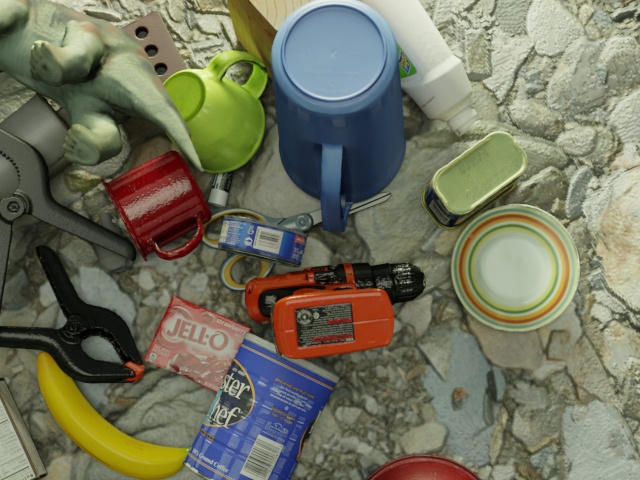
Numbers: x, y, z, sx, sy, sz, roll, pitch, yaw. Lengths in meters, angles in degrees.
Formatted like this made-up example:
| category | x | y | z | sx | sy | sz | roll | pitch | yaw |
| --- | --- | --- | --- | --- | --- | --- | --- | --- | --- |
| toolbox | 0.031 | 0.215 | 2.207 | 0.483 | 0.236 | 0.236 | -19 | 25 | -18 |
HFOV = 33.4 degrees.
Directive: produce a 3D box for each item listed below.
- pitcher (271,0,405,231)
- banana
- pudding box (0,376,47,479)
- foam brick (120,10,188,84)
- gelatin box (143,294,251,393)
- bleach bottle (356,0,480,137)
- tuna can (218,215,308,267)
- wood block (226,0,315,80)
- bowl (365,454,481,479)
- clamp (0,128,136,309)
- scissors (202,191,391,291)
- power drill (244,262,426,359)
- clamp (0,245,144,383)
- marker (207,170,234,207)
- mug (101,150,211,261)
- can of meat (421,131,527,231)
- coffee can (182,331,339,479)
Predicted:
| category | x | y | z | sx | sy | sz | roll | pitch | yaw |
| --- | --- | --- | --- | --- | --- | --- | --- | --- | --- |
| pitcher | 0.017 | -0.118 | 1.002 | 0.145 | 0.243 | 0.149 | -39 | 78 | -6 |
| banana | -0.213 | 0.187 | 1.070 | 0.198 | 0.037 | 0.069 | 30 | 59 | 2 |
| pudding box | -0.338 | 0.206 | 1.065 | 0.090 | 0.039 | 0.113 | -26 | 85 | -4 |
| foam brick | -0.173 | -0.189 | 1.110 | 0.053 | 0.051 | 0.078 | -28 | 83 | -4 |
| gelatin box | -0.124 | 0.105 | 1.081 | 0.089 | 0.030 | 0.073 | 24 | 83 | 3 |
| bleach bottle | 0.077 | -0.213 | 1.099 | 0.068 | 0.103 | 0.251 | -36 | 90 | -15 |
| tuna can | -0.057 | 0.001 | 1.050 | 0.086 | 0.086 | 0.034 | 13 | 86 | 2 |
| wood block | -0.032 | -0.229 | 1.037 | 0.091 | 0.206 | 0.090 | -40 | 84 | -4 |
| bowl | 0.104 | 0.292 | 1.043 | 0.162 | 0.055 | 0.162 | 0 | 83 | 0 |
| clamp | -0.302 | -0.022 | 1.031 | 0.164 | 0.036 | 0.210 | -37 | 100 | -13 |
| scissors | -0.025 | 0.002 | 1.102 | 0.201 | 0.016 | 0.096 | -3 | 84 | 0 |
| power drill | 0.020 | 0.060 | 1.010 | 0.184 | 0.187 | 0.057 | -9 | 96 | -3 |
| clamp | -0.258 | 0.096 | 1.068 | 0.171 | 0.039 | 0.120 | 39 | 70 | 8 |
| marker | -0.093 | -0.094 | 1.114 | 0.020 | 0.020 | 0.121 | 14 | 83 | 2 |
| mug | -0.157 | -0.030 | 1.065 | 0.081 | 0.093 | 0.117 | -29 | 55 | -8 |
| can of meat | 0.155 | -0.060 | 1.075 | 0.102 | 0.084 | 0.057 | -36 | 84 | -4 |
| coffee can | -0.057 | 0.174 | 1.035 | 0.103 | 0.103 | 0.140 | 25 | 83 | 3 |
